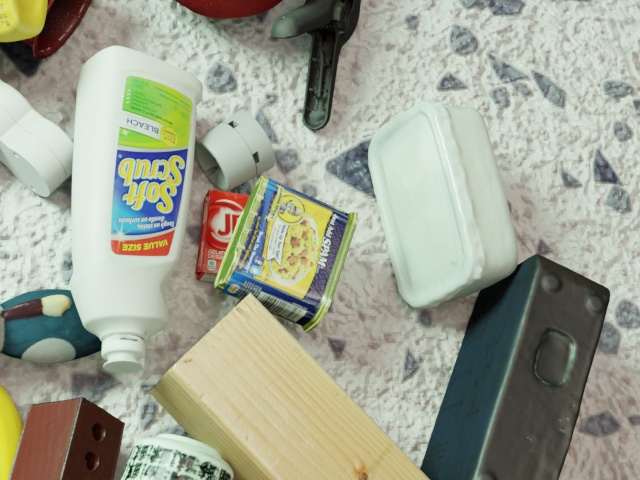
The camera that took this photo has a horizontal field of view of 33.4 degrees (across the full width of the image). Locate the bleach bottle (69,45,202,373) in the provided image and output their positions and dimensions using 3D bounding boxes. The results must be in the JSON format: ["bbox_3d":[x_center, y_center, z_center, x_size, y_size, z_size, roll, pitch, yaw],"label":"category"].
[{"bbox_3d":[-0.141,-0.021,0.816,0.102,0.068,0.251,20,56,-40],"label":"bleach bottle"}]

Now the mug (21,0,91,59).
[{"bbox_3d":[-0.232,-0.218,0.865,0.081,0.093,0.117,33,93,0],"label":"mug"}]

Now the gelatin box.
[{"bbox_3d":[-0.056,0.001,0.885,0.089,0.030,0.073,10,70,-15],"label":"gelatin box"}]

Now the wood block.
[{"bbox_3d":[-0.022,0.152,0.813,0.206,0.090,0.090,46,64,1],"label":"wood block"}]

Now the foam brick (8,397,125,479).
[{"bbox_3d":[-0.182,0.159,0.762,0.053,0.051,0.078,47,41,-47],"label":"foam brick"}]

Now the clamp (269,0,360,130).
[{"bbox_3d":[0.005,-0.185,0.948,0.039,0.120,0.171,11,47,20],"label":"clamp"}]

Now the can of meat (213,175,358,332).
[{"bbox_3d":[-0.028,0.009,0.843,0.084,0.058,0.102,24,66,-11],"label":"can of meat"}]

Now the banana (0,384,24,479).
[{"bbox_3d":[-0.243,0.175,0.765,0.069,0.037,0.198,-10,74,-5],"label":"banana"}]
